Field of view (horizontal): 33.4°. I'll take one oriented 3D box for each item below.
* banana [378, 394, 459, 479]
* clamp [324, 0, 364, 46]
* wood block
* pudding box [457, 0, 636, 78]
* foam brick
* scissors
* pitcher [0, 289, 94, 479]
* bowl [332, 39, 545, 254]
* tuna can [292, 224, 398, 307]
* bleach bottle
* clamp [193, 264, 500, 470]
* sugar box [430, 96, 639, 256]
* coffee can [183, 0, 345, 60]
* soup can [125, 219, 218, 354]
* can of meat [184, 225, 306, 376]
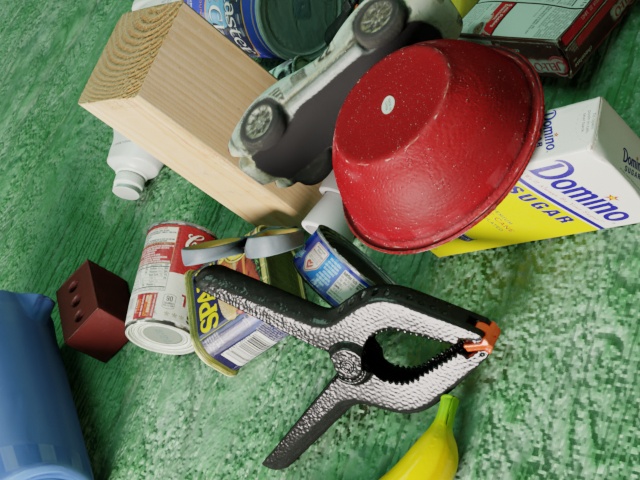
[{"bbox_3d":[0.023,0.181,0.715,0.198,0.037,0.069,-36,24,20],"label":"banana"},{"bbox_3d":[0.044,-0.214,0.922,0.171,0.039,0.120,-112,44,-74],"label":"clamp"},{"bbox_3d":[-0.083,-0.098,0.890,0.090,0.205,0.090,3,65,47],"label":"wood block"},{"bbox_3d":[0.166,-0.167,0.803,0.090,0.039,0.114,-48,37,-19],"label":"pudding box"},{"bbox_3d":[-0.217,0.068,1.033,0.053,0.051,0.078,-44,39,14],"label":"foam brick"},{"bbox_3d":[-0.055,0.001,0.811,0.202,0.096,0.016,-156,56,-84],"label":"scissors"},{"bbox_3d":[-0.292,0.172,0.978,0.243,0.144,0.149,-126,36,-47],"label":"pitcher"},{"bbox_3d":[0.061,-0.074,0.692,0.162,0.055,0.162,-27,45,30],"label":"bowl"},{"bbox_3d":[0.021,0.029,0.786,0.034,0.086,0.086,-50,38,9],"label":"tuna can"},{"bbox_3d":[-0.185,-0.159,1.161,0.103,0.068,0.250,-12,57,41],"label":"bleach bottle"},{"bbox_3d":[0.022,0.089,0.740,0.210,0.164,0.036,-4,22,24],"label":"clamp"},{"bbox_3d":[0.129,-0.037,0.715,0.177,0.093,0.048,-9,57,43],"label":"sugar box"},{"bbox_3d":[-0.057,-0.230,1.045,0.141,0.102,0.103,18,76,51],"label":"coffee can"},{"bbox_3d":[-0.131,0.042,0.949,0.069,0.068,0.102,-17,52,38],"label":"soup can"},{"bbox_3d":[-0.061,0.047,0.882,0.084,0.057,0.102,-34,42,21],"label":"can of meat"}]
